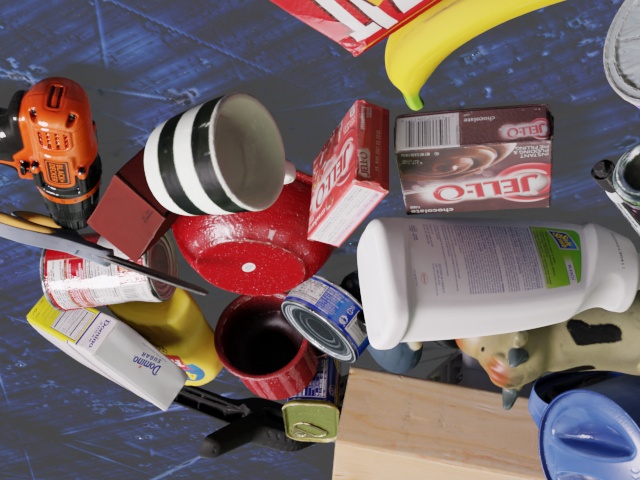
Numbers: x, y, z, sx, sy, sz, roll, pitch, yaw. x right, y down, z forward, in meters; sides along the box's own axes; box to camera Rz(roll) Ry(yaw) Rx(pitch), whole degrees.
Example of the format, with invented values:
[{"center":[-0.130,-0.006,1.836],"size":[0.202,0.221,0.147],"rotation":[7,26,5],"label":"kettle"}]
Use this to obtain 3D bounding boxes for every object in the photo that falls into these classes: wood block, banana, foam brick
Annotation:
[{"center":[0.122,0.198,1.048],"size":[0.206,0.090,0.091],"rotation":[10,144,5],"label":"wood block"},{"center":[0.104,-0.142,0.661],"size":[0.069,0.037,0.198],"rotation":[8,155,-42],"label":"banana"},{"center":[-0.138,-0.030,0.838],"size":[0.053,0.051,0.078],"rotation":[41,140,-3],"label":"foam brick"}]

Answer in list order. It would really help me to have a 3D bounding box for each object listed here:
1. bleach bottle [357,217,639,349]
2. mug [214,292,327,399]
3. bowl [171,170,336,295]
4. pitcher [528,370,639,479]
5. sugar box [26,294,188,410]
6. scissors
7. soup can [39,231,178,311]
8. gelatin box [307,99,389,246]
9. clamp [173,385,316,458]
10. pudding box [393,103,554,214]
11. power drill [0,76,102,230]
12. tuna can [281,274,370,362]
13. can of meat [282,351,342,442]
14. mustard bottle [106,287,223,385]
[{"center":[0.160,0.032,0.850],"size":[0.250,0.102,0.068],"rotation":[0,153,-15],"label":"bleach bottle"},{"center":[-0.036,0.102,1.033],"size":[0.117,0.093,0.081],"rotation":[-12,152,6],"label":"mug"},{"center":[-0.056,0.001,0.895],"size":[0.162,0.055,0.162],"rotation":[3,148,2],"label":"bowl"},{"center":[0.322,0.168,0.991],"size":[0.242,0.149,0.145],"rotation":[-12,169,-35],"label":"pitcher"},{"center":[-0.201,0.098,0.996],"size":[0.093,0.048,0.177],"rotation":[44,160,-31],"label":"sugar box"},{"center":[-0.187,0.007,0.889],"size":[0.201,0.016,0.096],"rotation":[17,-172,-3],"label":"scissors"},{"center":[-0.185,0.025,0.938],"size":[0.102,0.068,0.068],"rotation":[-6,148,15],"label":"soup can"},{"center":[0.020,-0.048,0.785],"size":[0.030,0.073,0.089],"rotation":[15,148,-17],"label":"gelatin box"},{"center":[-0.080,0.206,1.189],"size":[0.209,0.036,0.165],"rotation":[16,-168,-29],"label":"clamp"},{"center":[0.114,-0.058,0.789],"size":[0.113,0.039,0.090],"rotation":[-1,150,11],"label":"pudding box"},{"center":[-0.260,-0.068,0.808],"size":[0.187,0.057,0.184],"rotation":[6,152,-6],"label":"power drill"},{"center":[0.007,0.070,0.951],"size":[0.086,0.033,0.086],"rotation":[34,159,15],"label":"tuna can"},{"center":[-0.006,0.152,1.110],"size":[0.057,0.084,0.102],"rotation":[2,149,3],"label":"can of meat"},{"center":[-0.142,0.095,1.049],"size":[0.096,0.058,0.191],"rotation":[19,156,23],"label":"mustard bottle"}]
